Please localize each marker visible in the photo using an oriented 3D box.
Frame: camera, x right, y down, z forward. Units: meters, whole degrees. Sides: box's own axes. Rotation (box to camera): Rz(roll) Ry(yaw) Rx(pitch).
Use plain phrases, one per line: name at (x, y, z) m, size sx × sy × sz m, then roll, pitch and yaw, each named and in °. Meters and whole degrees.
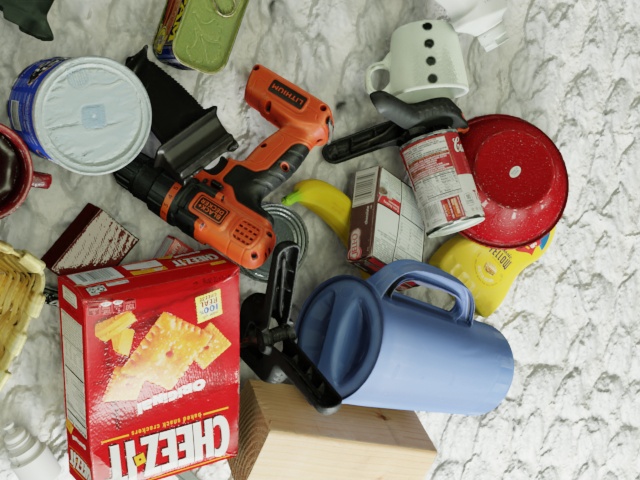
marker at (-0.251, 0.059, 1.060) m, size 0.121 × 0.020 × 0.020 m, roll 19°, pitch 90°, yaw -27°

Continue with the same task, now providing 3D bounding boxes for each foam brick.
foam brick at (-0.226, 0.010, 1.044) m, size 0.051 × 0.053 × 0.078 m, roll 43°, pitch 80°, yaw -25°

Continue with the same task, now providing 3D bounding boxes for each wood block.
wood block at (0.009, 0.223, 1.157) m, size 0.205 × 0.091 × 0.090 m, roll 13°, pitch 116°, yaw -26°

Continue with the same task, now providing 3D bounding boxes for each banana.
banana at (0.026, -0.007, 1.164) m, size 0.197 × 0.037 × 0.069 m, roll 45°, pitch 60°, yaw -31°

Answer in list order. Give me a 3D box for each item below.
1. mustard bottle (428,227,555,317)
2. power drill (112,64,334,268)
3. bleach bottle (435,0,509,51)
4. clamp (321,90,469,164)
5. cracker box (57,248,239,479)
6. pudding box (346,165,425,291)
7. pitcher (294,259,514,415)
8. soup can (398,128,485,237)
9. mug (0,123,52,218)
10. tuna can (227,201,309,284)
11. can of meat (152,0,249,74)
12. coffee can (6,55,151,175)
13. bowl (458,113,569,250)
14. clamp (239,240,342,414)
mustard bottle at (0.220, -0.008, 1.251) m, size 0.191 × 0.058 × 0.096 m, roll -47°, pitch 107°, yaw -12°
power drill at (-0.089, -0.084, 1.065) m, size 0.184 × 0.057 × 0.187 m, roll 32°, pitch 72°, yaw 11°
bleach bottle at (0.118, -0.309, 1.115) m, size 0.102 × 0.068 × 0.251 m, roll -36°, pitch 99°, yaw -30°
clamp at (0.094, -0.129, 1.148) m, size 0.171 × 0.120 × 0.039 m, roll -14°, pitch 76°, yaw -27°
cracker box at (-0.163, 0.128, 1.045) m, size 0.163 × 0.072 × 0.214 m, roll -11°, pitch 113°, yaw -31°
pudding box at (0.074, -0.013, 1.157) m, size 0.089 × 0.039 × 0.113 m, roll 31°, pitch 57°, yaw -41°
pitcher at (0.104, 0.116, 1.156) m, size 0.242 × 0.149 × 0.145 m, roll 16°, pitch 68°, yaw -40°
soup can at (0.131, -0.061, 1.154) m, size 0.068 × 0.069 × 0.102 m, roll -13°, pitch 80°, yaw -23°
mug at (-0.305, -0.065, 0.978) m, size 0.117 × 0.082 × 0.093 m, roll 6°, pitch 96°, yaw -26°
tuna can at (-0.057, 0.001, 1.134) m, size 0.086 × 0.034 × 0.086 m, roll -4°, pitch 100°, yaw -25°
can of meat at (-0.119, -0.215, 1.040) m, size 0.057 × 0.084 × 0.102 m, roll 19°, pitch 90°, yaw -27°
coffee can at (-0.223, -0.117, 0.975) m, size 0.102 × 0.140 × 0.103 m, roll -4°, pitch 100°, yaw -25°
bowl at (0.211, -0.073, 1.201) m, size 0.162 × 0.055 × 0.162 m, roll 1°, pitch 79°, yaw -6°
clamp at (-0.045, 0.084, 1.062) m, size 0.036 × 0.210 × 0.164 m, roll -13°, pitch 92°, yaw -23°
